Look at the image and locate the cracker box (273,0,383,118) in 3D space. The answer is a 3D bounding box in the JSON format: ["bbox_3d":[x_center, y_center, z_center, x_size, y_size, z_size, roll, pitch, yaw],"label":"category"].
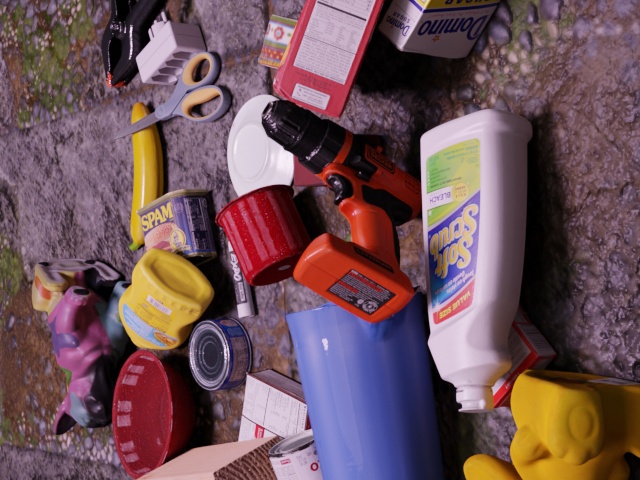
[{"bbox_3d":[0.024,-0.231,0.991,0.164,0.072,0.214,-83,13,-76],"label":"cracker box"}]

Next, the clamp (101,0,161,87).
[{"bbox_3d":[-0.261,-0.291,1.414,0.120,0.039,0.172,48,124,38],"label":"clamp"}]

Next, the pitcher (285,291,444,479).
[{"bbox_3d":[0.049,0.173,1.023,0.145,0.149,0.243,-12,85,27],"label":"pitcher"}]

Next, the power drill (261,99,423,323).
[{"bbox_3d":[0.020,-0.030,0.956,0.057,0.184,0.187,-43,28,36],"label":"power drill"}]

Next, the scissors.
[{"bbox_3d":[-0.189,-0.180,1.331,0.202,0.016,0.096,-1,83,38],"label":"scissors"}]

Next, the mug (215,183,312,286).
[{"bbox_3d":[-0.058,0.001,1.166,0.117,0.093,0.081,109,139,-67],"label":"mug"}]

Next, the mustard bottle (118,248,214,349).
[{"bbox_3d":[-0.199,0.086,1.314,0.096,0.058,0.192,34,144,-3],"label":"mustard bottle"}]

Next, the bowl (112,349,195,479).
[{"bbox_3d":[-0.203,0.218,1.339,0.162,0.055,0.162,-9,79,53],"label":"bowl"}]

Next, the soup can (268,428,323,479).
[{"bbox_3d":[-0.004,0.251,1.095,0.069,0.068,0.102,-20,94,47],"label":"soup can"}]

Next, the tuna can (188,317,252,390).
[{"bbox_3d":[-0.120,0.135,1.269,0.086,0.033,0.086,1,92,48],"label":"tuna can"}]

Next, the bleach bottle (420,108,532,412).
[{"bbox_3d":[0.136,0.021,0.922,0.103,0.067,0.251,-17,67,48],"label":"bleach bottle"}]

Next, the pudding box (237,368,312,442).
[{"bbox_3d":[-0.041,0.201,1.179,0.114,0.039,0.090,19,104,44],"label":"pudding box"}]

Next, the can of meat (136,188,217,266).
[{"bbox_3d":[-0.176,-0.009,1.313,0.102,0.057,0.084,-23,76,46],"label":"can of meat"}]

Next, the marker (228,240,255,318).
[{"bbox_3d":[-0.095,0.030,1.250,0.020,0.020,0.121,-20,76,47],"label":"marker"}]

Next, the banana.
[{"bbox_3d":[-0.231,-0.079,1.386,0.070,0.037,0.198,13,100,47],"label":"banana"}]

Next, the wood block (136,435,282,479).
[{"bbox_3d":[-0.113,0.283,1.186,0.207,0.090,0.090,-23,92,54],"label":"wood block"}]

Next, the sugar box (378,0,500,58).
[{"bbox_3d":[0.131,-0.245,0.936,0.048,0.093,0.176,49,126,34],"label":"sugar box"}]

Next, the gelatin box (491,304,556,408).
[{"bbox_3d":[0.160,0.093,0.957,0.073,0.030,0.089,-57,49,32],"label":"gelatin box"}]

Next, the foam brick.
[{"bbox_3d":[0.017,-0.081,1.079,0.053,0.078,0.051,0,92,48],"label":"foam brick"}]
